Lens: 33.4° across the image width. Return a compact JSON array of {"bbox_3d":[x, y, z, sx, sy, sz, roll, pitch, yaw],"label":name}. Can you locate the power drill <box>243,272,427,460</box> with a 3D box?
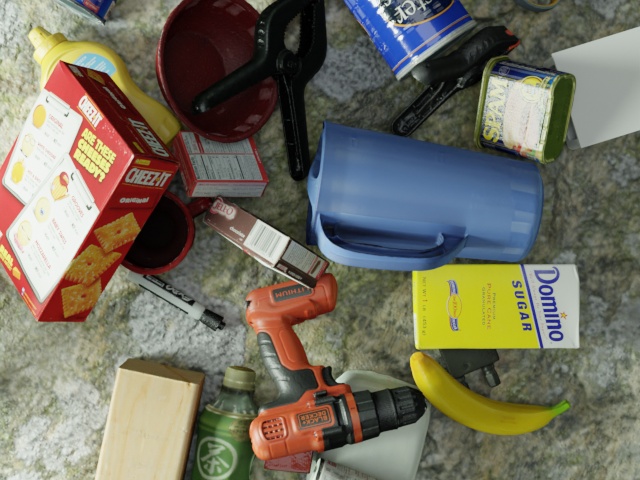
[{"bbox_3d":[0.003,0.129,1.125,0.184,0.057,0.188,-12,58,-7],"label":"power drill"}]

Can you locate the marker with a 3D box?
[{"bbox_3d":[-0.159,0.065,1.184,0.121,0.020,0.020,31,90,-1],"label":"marker"}]

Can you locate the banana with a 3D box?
[{"bbox_3d":[0.173,0.173,1.161,0.197,0.037,0.070,18,107,-19],"label":"banana"}]

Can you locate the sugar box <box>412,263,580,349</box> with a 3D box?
[{"bbox_3d":[0.189,0.071,1.154,0.176,0.048,0.093,-1,88,1],"label":"sugar box"}]

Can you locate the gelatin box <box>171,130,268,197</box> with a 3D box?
[{"bbox_3d":[-0.108,-0.082,1.146,0.089,0.030,0.073,-2,53,-27],"label":"gelatin box"}]

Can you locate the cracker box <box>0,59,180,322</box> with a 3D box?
[{"bbox_3d":[-0.253,-0.048,1.092,0.164,0.071,0.214,49,115,31],"label":"cracker box"}]

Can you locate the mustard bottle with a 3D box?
[{"bbox_3d":[-0.246,-0.158,1.162,0.096,0.058,0.191,-43,91,6],"label":"mustard bottle"}]

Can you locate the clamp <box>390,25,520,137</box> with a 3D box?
[{"bbox_3d":[0.146,-0.184,1.135,0.171,0.120,0.039,-40,81,-15],"label":"clamp"}]

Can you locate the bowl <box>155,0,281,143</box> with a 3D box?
[{"bbox_3d":[-0.120,-0.183,1.142,0.161,0.055,0.162,0,89,-43],"label":"bowl"}]

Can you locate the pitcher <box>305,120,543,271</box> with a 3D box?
[{"bbox_3d":[0.106,-0.038,1.128,0.242,0.145,0.149,8,88,-4],"label":"pitcher"}]

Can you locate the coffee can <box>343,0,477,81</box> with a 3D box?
[{"bbox_3d":[0.086,-0.257,1.142,0.103,0.103,0.140,-35,91,0],"label":"coffee can"}]

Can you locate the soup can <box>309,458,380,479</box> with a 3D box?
[{"bbox_3d":[0.036,0.273,1.102,0.102,0.068,0.068,20,90,0],"label":"soup can"}]

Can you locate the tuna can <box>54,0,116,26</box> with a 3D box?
[{"bbox_3d":[-0.263,-0.267,1.147,0.086,0.086,0.034,29,88,-1],"label":"tuna can"}]

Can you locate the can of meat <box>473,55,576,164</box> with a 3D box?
[{"bbox_3d":[0.218,-0.138,1.138,0.084,0.057,0.102,21,115,34],"label":"can of meat"}]

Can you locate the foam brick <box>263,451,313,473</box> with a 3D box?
[{"bbox_3d":[-0.034,0.217,1.158,0.051,0.078,0.053,7,91,-2],"label":"foam brick"}]

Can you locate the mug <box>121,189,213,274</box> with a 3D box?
[{"bbox_3d":[-0.169,-0.017,1.152,0.117,0.081,0.093,-30,91,0],"label":"mug"}]

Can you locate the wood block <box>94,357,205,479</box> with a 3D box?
[{"bbox_3d":[-0.190,0.241,1.151,0.090,0.091,0.206,12,90,-2],"label":"wood block"}]

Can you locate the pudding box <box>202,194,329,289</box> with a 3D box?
[{"bbox_3d":[-0.057,0.001,1.127,0.114,0.090,0.039,33,91,34],"label":"pudding box"}]

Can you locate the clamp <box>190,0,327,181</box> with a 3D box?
[{"bbox_3d":[-0.050,-0.187,1.141,0.164,0.036,0.210,23,79,-41],"label":"clamp"}]
